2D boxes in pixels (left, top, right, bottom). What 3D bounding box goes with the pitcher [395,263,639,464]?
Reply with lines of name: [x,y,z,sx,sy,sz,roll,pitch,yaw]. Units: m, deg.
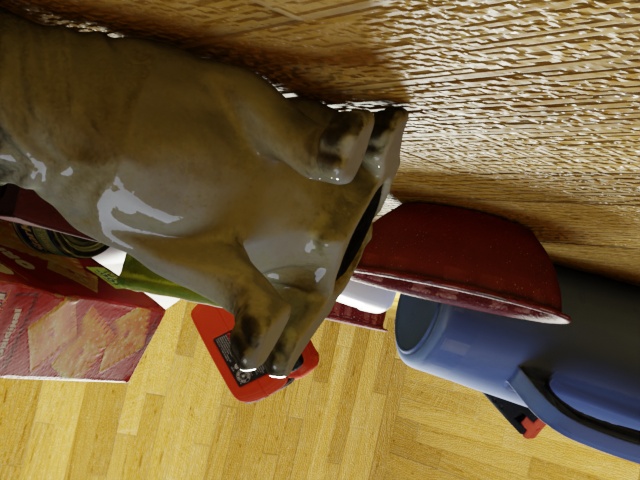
pitcher: [0.189,0.086,0.860,0.242,0.145,0.149,17,173,-14]

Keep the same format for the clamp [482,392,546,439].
clamp: [0.171,0.093,0.983,0.164,0.036,0.210,9,-143,-31]

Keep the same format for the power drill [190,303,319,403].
power drill: [-0.067,0.067,1.028,0.057,0.184,0.187,-30,-176,12]

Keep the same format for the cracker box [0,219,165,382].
cracker box: [-0.226,0.024,0.709,0.164,0.072,0.213,29,-178,23]

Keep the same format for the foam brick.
foam brick: [-0.129,-0.043,0.526,0.051,0.078,0.053,14,175,-36]

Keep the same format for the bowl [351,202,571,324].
bowl: [0.091,0.012,0.711,0.162,0.055,0.162,13,174,1]

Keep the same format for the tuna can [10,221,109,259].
tuna can: [-0.160,-0.031,0.691,0.034,0.086,0.086,9,174,28]
